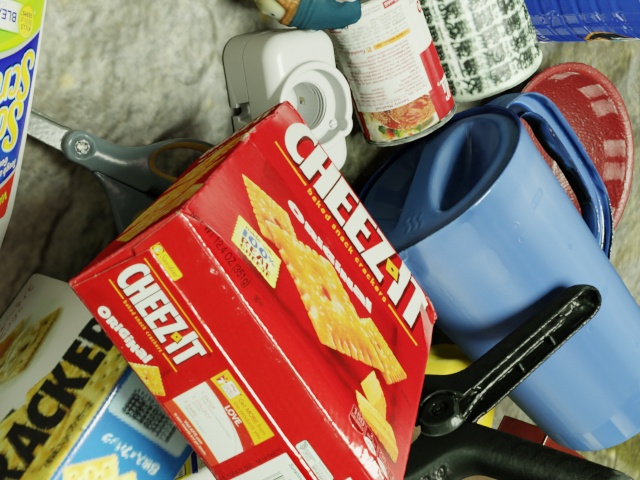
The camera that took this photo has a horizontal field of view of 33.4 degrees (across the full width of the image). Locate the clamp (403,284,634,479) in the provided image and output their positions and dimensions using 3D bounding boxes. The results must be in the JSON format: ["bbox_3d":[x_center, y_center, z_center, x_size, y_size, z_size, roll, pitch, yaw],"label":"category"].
[{"bbox_3d":[0.081,0.114,0.620,0.210,0.164,0.036,-22,122,13],"label":"clamp"}]

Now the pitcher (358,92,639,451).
[{"bbox_3d":[0.147,0.027,0.739,0.149,0.145,0.242,-32,117,20],"label":"pitcher"}]

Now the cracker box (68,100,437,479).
[{"bbox_3d":[-0.016,0.032,0.540,0.164,0.072,0.213,55,20,-11],"label":"cracker box"}]

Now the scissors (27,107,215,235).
[{"bbox_3d":[-0.134,-0.033,0.610,0.201,0.016,0.096,11,86,-26],"label":"scissors"}]

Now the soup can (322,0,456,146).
[{"bbox_3d":[0.044,-0.124,0.720,0.068,0.069,0.102,-37,118,-27],"label":"soup can"}]
